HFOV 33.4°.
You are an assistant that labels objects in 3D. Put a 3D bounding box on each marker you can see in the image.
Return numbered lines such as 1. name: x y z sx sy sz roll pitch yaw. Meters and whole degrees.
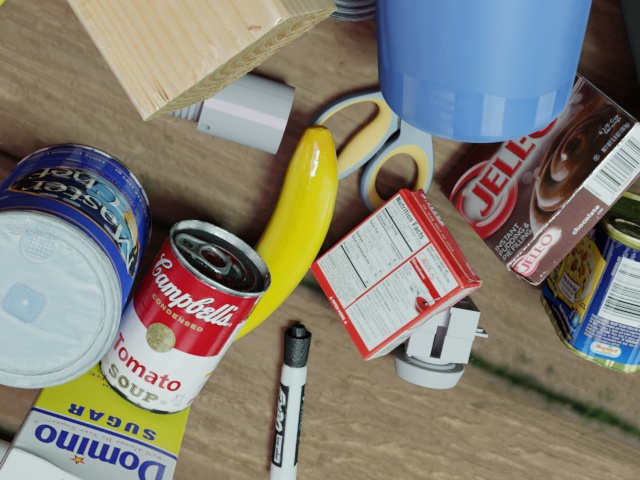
1. marker: -0.021 0.114 0.738 0.020 0.020 0.121 5 110 -3

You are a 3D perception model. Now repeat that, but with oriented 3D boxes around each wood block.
1. wood block: -0.092 -0.173 0.517 0.091 0.090 0.206 -31 94 22

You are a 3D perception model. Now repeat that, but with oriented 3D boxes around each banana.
1. banana: -0.044 0.013 0.682 0.069 0.037 0.198 36 113 -25

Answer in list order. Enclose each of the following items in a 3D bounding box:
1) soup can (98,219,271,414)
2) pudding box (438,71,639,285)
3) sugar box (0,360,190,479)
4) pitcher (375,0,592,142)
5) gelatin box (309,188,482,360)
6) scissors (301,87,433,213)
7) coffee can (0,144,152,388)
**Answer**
1. soup can: -0.084 0.047 0.651 0.068 0.068 0.102 29 114 -11
2. pudding box: 0.136 -0.043 0.644 0.039 0.090 0.113 31 107 -40
3. sugar box: -0.131 0.113 0.652 0.093 0.176 0.048 29 107 -11
4. pitcher: 0.073 -0.175 0.526 0.144 0.149 0.243 -16 134 -15
5. gelatin box: 0.046 0.021 0.672 0.089 0.030 0.073 -40 71 28
6. scissors: 0.077 -0.089 0.667 0.202 0.016 0.096 -34 109 12
7. coffee can: -0.159 0.010 0.633 0.103 0.140 0.103 0 110 -1
